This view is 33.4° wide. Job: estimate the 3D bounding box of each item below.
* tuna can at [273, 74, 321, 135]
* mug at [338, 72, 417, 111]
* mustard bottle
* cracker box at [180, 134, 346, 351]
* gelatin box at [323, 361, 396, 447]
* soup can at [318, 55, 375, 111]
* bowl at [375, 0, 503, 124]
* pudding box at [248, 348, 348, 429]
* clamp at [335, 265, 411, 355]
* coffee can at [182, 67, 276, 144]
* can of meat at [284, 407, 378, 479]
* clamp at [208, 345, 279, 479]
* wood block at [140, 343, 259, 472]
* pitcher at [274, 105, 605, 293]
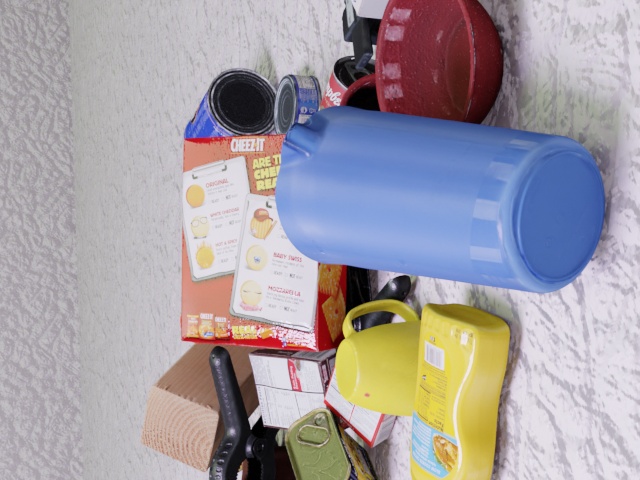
[{"bbox_3d":[-0.030,-0.162,1.317,0.086,0.033,0.086,-178,90,-69],"label":"tuna can"},{"bbox_3d":[0.060,-0.111,1.011,0.117,0.093,0.081,-57,3,-15],"label":"mug"},{"bbox_3d":[0.110,0.153,0.884,0.096,0.058,0.192,-157,70,-65],"label":"mustard bottle"},{"bbox_3d":[-0.057,0.001,1.095,0.164,0.072,0.214,1,90,27],"label":"cracker box"},{"bbox_3d":[0.046,0.148,1.056,0.073,0.030,0.089,39,131,30],"label":"gelatin box"},{"bbox_3d":[0.032,-0.131,1.105,0.102,0.068,0.068,112,152,-43],"label":"soup can"},{"bbox_3d":[0.107,-0.149,0.908,0.162,0.055,0.162,175,90,-66],"label":"bowl"},{"bbox_3d":[-0.022,0.163,1.172,0.114,0.039,0.090,0,107,44],"label":"pudding box"},{"bbox_3d":[0.049,0.082,1.081,0.120,0.039,0.171,-136,45,-62],"label":"clamp"},{"bbox_3d":[-0.124,-0.161,1.471,0.140,0.102,0.103,138,131,-62],"label":"coffee can"},{"bbox_3d":[0.017,0.232,1.073,0.057,0.083,0.102,-35,39,9],"label":"can of meat"},{"bbox_3d":[-0.075,0.230,1.224,0.036,0.164,0.210,1,84,40],"label":"clamp"},{"bbox_3d":[-0.128,0.181,1.318,0.205,0.091,0.090,-46,-27,-60],"label":"wood block"},{"bbox_3d":[0.093,-0.027,0.810,0.243,0.148,0.145,12,113,50],"label":"pitcher"}]
